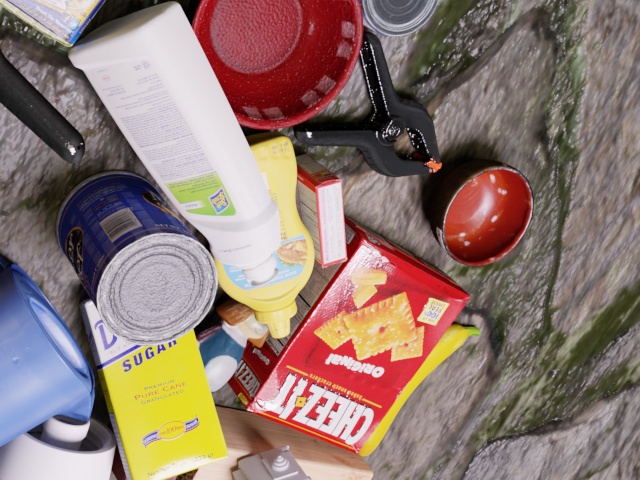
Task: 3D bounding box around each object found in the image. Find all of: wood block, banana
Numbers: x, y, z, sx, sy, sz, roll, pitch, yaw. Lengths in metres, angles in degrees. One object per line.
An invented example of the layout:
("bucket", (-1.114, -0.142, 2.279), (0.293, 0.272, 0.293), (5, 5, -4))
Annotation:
("wood block", (-0.062, 0.241, 1.116), (0.205, 0.090, 0.091), (17, 106, -34))
("banana", (0.100, 0.159, 1.193), (0.198, 0.037, 0.069), (-45, 125, -1))

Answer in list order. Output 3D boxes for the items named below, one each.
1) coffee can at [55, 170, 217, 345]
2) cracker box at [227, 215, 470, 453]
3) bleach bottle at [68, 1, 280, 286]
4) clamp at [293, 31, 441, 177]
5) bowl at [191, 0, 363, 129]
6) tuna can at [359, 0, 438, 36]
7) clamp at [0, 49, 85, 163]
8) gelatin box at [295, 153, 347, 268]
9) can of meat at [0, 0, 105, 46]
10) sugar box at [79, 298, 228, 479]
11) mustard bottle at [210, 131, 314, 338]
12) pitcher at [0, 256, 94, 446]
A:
("coffee can", (-0.160, 0.012, 0.916), (0.102, 0.140, 0.103), (-12, 119, -23))
("cracker box", (0.030, 0.101, 1.104), (0.164, 0.072, 0.214), (29, 100, -35))
("bleach bottle", (-0.107, -0.069, 0.898), (0.068, 0.103, 0.251), (-51, 124, -44))
("clamp", (0.051, -0.106, 1.031), (0.120, 0.039, 0.171), (-45, 127, 1))
("bowl", (-0.046, -0.181, 0.930), (0.161, 0.055, 0.162), (-12, 119, -22))
("tuna can", (0.067, -0.232, 0.978), (0.086, 0.034, 0.086), (-12, 119, -22))
("clamp", (-0.266, -0.142, 0.800), (0.165, 0.036, 0.210), (2, 118, 13))
("gelatin box", (-0.005, -0.029, 1.019), (0.030, 0.073, 0.089), (-18, 121, -21))
("can of meat", (-0.211, -0.211, 0.827), (0.102, 0.057, 0.084), (33, 98, -35))
("sugar box", (-0.154, 0.128, 0.984), (0.093, 0.048, 0.176), (-16, 89, -21))
("mustard bottle", (-0.057, 0.001, 0.991), (0.096, 0.058, 0.191), (-15, 108, -10))
("pitcher", (-0.329, 0.127, 0.905), (0.242, 0.149, 0.145), (-33, 140, -6))
